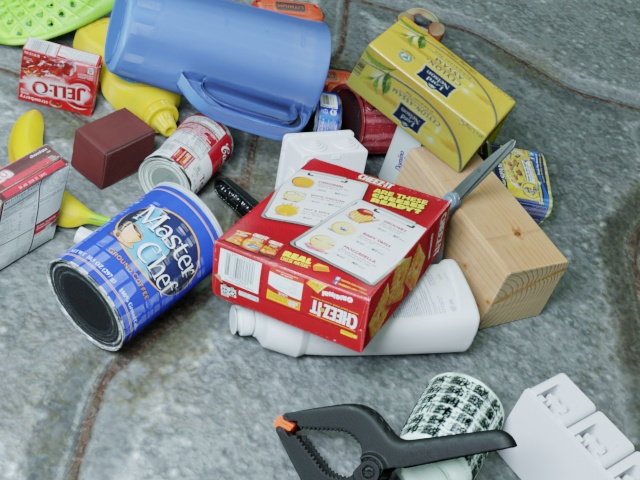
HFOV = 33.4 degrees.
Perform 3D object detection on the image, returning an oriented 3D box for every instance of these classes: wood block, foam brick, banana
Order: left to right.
[{"bbox_3d":[-0.297,-0.074,1.145,0.069,0.037,0.198,1,43,-46],"label":"banana"},{"bbox_3d":[-0.231,-0.103,1.186,0.051,0.053,0.078,37,43,18],"label":"foam brick"},{"bbox_3d":[0.174,-0.011,1.214,0.090,0.090,0.206,-9,48,-30],"label":"wood block"}]

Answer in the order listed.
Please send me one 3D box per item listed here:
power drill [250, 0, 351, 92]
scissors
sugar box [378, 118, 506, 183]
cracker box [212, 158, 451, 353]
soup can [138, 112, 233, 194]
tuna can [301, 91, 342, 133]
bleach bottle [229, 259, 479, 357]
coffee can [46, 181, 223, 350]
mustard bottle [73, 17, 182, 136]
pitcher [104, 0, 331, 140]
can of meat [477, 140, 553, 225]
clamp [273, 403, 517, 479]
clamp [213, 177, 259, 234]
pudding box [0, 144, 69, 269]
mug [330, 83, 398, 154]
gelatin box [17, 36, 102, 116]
[{"bbox_3d":[-0.043,-0.243,1.408,0.184,0.057,0.188,3,46,-24],"label":"power drill"},{"bbox_3d":[0.142,-0.022,1.157,0.016,0.202,0.096,6,61,-52],"label":"scissors"},{"bbox_3d":[0.157,-0.125,1.328,0.175,0.093,0.048,-27,59,-39],"label":"sugar box"},{"bbox_3d":[0.015,0.008,1.065,0.164,0.072,0.213,19,33,19],"label":"cracker box"},{"bbox_3d":[-0.150,-0.090,1.191,0.068,0.069,0.102,27,42,8],"label":"soup can"},{"bbox_3d":[-0.002,-0.138,1.287,0.033,0.086,0.086,8,42,-15],"label":"tuna can"},{"bbox_3d":[0.030,0.071,1.092,0.250,0.068,0.102,-1,42,-18],"label":"bleach bottle"},{"bbox_3d":[-0.173,0.023,1.016,0.103,0.103,0.140,36,54,18],"label":"coffee can"},{"bbox_3d":[-0.219,-0.191,1.281,0.096,0.058,0.192,-4,45,-39],"label":"mustard bottle"},{"bbox_3d":[-0.117,-0.208,1.219,0.242,0.145,0.149,12,7,-21],"label":"pitcher"},{"bbox_3d":[0.233,-0.069,1.316,0.083,0.058,0.102,9,55,-15],"label":"can of meat"},{"bbox_3d":[0.048,0.213,0.929,0.210,0.164,0.036,17,-5,24],"label":"clamp"},{"bbox_3d":[-0.058,0.001,1.151,0.171,0.039,0.120,24,48,4],"label":"clamp"},{"bbox_3d":[-0.294,-0.029,1.035,0.039,0.114,0.089,37,44,14],"label":"pudding box"},{"bbox_3d":[0.066,-0.152,1.310,0.081,0.117,0.093,-4,65,-31],"label":"mug"},{"bbox_3d":[-0.301,-0.188,1.235,0.089,0.073,0.030,14,42,-7],"label":"gelatin box"}]
